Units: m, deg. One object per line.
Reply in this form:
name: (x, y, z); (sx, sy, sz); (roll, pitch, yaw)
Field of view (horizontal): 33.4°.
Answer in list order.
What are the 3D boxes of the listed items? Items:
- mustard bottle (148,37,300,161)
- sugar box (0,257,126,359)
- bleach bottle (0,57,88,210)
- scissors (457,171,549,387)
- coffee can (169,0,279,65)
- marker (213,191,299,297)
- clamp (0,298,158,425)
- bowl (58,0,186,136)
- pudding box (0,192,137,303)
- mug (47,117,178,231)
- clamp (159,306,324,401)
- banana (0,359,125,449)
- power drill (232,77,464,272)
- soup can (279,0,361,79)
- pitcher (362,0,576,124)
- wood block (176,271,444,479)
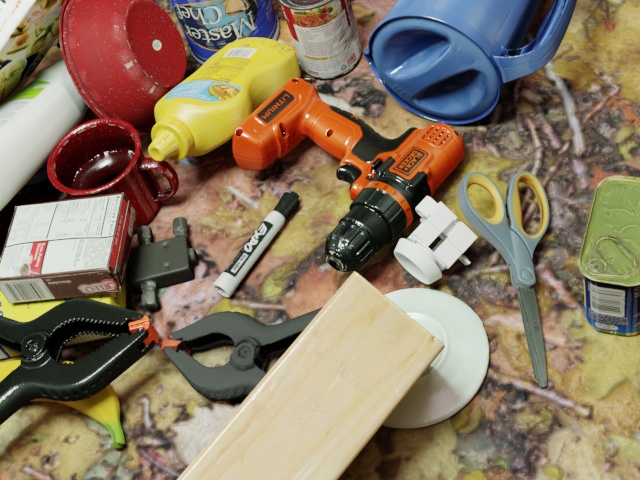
mustard bottle: (-0.104, -0.132, 1.035); (0.096, 0.058, 0.191); (9, 38, 30)
sugar box: (-0.269, 0.056, 0.989); (0.176, 0.048, 0.093); (-11, 52, 6)
bleach bottle: (-0.283, -0.112, 1.043); (0.103, 0.068, 0.250); (4, 43, 40)
scissors: (0.153, 0.019, 0.892); (0.096, 0.016, 0.201); (21, 56, -13)
coffee can: (-0.109, -0.263, 1.115); (0.103, 0.140, 0.103); (-8, 54, 10)
marker: (-0.056, 0.001, 0.986); (0.020, 0.020, 0.121); (23, 64, 28)
clamp: (-0.245, 0.093, 0.913); (0.210, 0.036, 0.164); (-20, 54, 0)
bowl: (-0.183, -0.188, 1.064); (0.055, 0.162, 0.162); (-16, 49, 30)
pudding box: (-0.228, 0.006, 0.960); (0.113, 0.039, 0.090); (-5, 50, 11)
mug: (-0.192, -0.058, 1.027); (0.117, 0.081, 0.093); (-3, 54, 14)
clamp: (-0.050, 0.093, 0.905); (0.172, 0.039, 0.120); (15, 62, 21)
banana: (-0.254, 0.135, 0.933); (0.198, 0.037, 0.069); (3, 54, 18)
power drill: (0.013, -0.066, 0.979); (0.188, 0.057, 0.184); (29, 56, 25)
soup can: (0.001, -0.221, 1.078); (0.068, 0.102, 0.068); (-8, 54, 10)
pitcher: (0.162, -0.238, 1.032); (0.149, 0.145, 0.242); (32, 61, -2)
wood block: (-0.009, 0.136, 0.802); (0.090, 0.091, 0.206); (39, 78, 8)
